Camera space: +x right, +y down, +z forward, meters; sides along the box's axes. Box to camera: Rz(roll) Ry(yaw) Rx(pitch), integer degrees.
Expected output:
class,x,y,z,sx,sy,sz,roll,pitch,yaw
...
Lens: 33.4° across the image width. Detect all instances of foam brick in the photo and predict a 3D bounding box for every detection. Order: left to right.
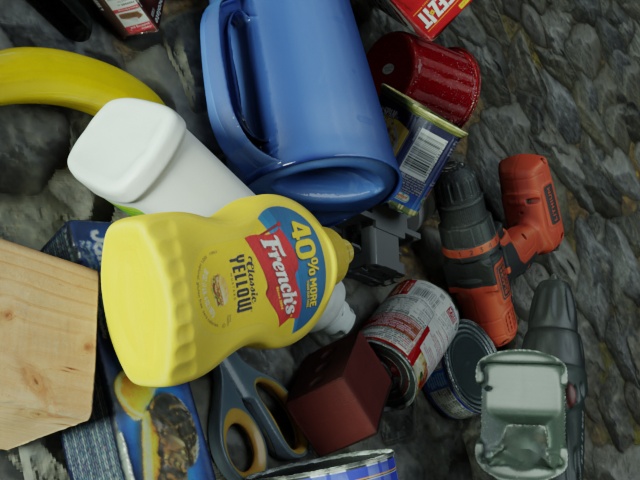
class,x,y,z,sx,sy,sz,roll,pitch,yaw
foam brick,0.015,0.114,0.798,0.051,0.053,0.078,58,21,-13

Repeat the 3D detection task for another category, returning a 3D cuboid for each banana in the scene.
class,x,y,z,sx,sy,sz,roll,pitch,yaw
banana,-0.165,-0.095,0.727,0.197,0.037,0.069,20,55,-44

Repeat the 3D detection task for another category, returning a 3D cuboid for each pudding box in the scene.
class,x,y,z,sx,sy,sz,roll,pitch,yaw
pudding box,-0.147,-0.222,0.795,0.090,0.039,0.113,54,36,-50

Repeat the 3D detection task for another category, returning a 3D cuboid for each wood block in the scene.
class,x,y,z,sx,sy,sz,roll,pitch,yaw
wood block,-0.226,0.039,0.547,0.205,0.091,0.090,22,55,-40

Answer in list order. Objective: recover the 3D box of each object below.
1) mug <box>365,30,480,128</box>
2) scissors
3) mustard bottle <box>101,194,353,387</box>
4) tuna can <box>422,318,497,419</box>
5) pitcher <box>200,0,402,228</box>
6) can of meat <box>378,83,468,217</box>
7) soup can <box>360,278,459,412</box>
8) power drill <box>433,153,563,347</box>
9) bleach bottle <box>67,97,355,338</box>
class,x,y,z,sx,sy,sz,roll,pitch,yaw
mug,0.093,-0.139,1.005,0.081,0.093,0.117,12,56,-40
scissors,-0.079,0.089,0.749,0.201,0.016,0.096,52,41,-16
mustard bottle,-0.043,0.022,0.654,0.191,0.058,0.096,-13,95,-51
tuna can,0.125,0.116,0.952,0.086,0.034,0.086,25,54,-39
pitcher,-0.029,-0.138,0.837,0.145,0.149,0.243,-7,68,-11
can of meat,0.068,-0.078,0.915,0.057,0.084,0.102,24,11,-27
soup can,0.066,0.084,0.875,0.068,0.069,0.102,56,39,-11
power drill,0.171,-0.016,1.028,0.187,0.057,0.184,-42,123,-49
bleach bottle,-0.055,0.001,0.747,0.250,0.103,0.068,41,79,-37
